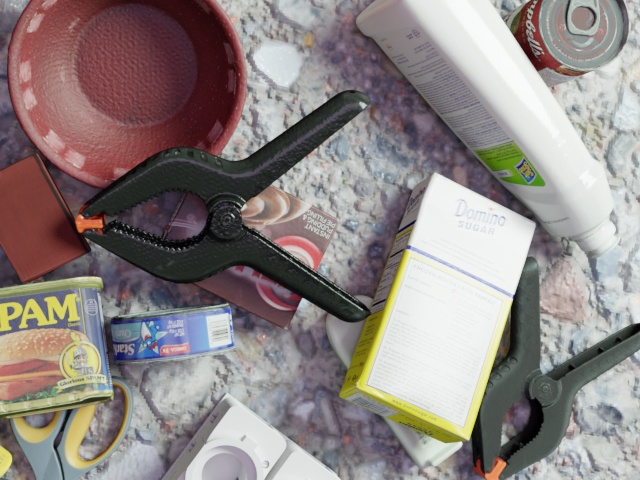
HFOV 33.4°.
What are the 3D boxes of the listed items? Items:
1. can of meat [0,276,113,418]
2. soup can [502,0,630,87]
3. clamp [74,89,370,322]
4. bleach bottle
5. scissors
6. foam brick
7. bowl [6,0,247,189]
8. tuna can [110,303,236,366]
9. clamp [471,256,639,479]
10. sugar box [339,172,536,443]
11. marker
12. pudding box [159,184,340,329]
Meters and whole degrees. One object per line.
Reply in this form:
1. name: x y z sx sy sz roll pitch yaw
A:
1. can of meat: -0.196 0.076 0.735 0.102 0.057 0.084 -8 79 -11
2. soup can: 0.175 -0.151 0.790 0.068 0.102 0.068 0 90 -10
3. clamp: -0.060 -0.028 0.734 0.210 0.036 0.164 4 102 -8
4. bleach bottle: 0.136 -0.090 0.795 0.068 0.103 0.250 -42 103 -14
5. scissors: -0.209 0.177 0.762 0.096 0.016 0.201 33 83 -6
6. foam brick: -0.201 -0.014 0.747 0.051 0.053 0.078 -29 93 -9
7. bowl: -0.132 -0.117 0.745 0.162 0.055 0.162 -1 109 -3
8. tuna can: -0.103 0.065 0.747 0.086 0.086 0.034 -6 89 -10
9. clamp: 0.177 0.110 0.821 0.120 0.039 0.171 21 92 -5
10. sugar box: 0.088 0.049 0.782 0.093 0.048 0.176 26 68 -11
11. marker: -0.122 -0.144 0.779 0.121 0.020 0.020 24 85 -9
12. pudding box: -0.055 0.001 0.779 0.113 0.039 0.090 27 86 -8
